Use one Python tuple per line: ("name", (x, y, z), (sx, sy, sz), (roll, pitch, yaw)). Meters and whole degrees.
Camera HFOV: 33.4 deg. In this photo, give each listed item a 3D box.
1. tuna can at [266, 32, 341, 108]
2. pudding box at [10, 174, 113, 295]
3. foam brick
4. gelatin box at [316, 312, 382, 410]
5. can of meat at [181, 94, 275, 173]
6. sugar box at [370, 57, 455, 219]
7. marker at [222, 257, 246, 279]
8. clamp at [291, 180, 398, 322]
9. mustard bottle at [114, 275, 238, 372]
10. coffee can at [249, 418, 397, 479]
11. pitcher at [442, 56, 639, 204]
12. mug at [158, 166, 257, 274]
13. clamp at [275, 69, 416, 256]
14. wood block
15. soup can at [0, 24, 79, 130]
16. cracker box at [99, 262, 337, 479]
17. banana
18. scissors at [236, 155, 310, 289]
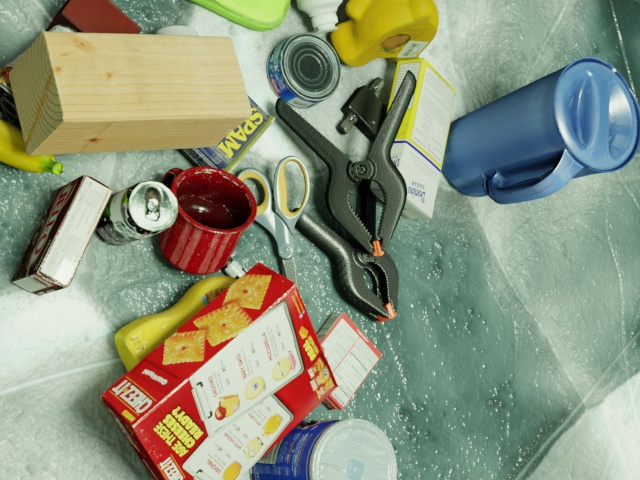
("tuna can", (-0.019, -0.202, 1.266), (0.086, 0.034, 0.086), (6, 79, -30))
("pudding box", (-0.257, -0.004, 1.058), (0.039, 0.090, 0.113), (28, 69, -24))
("foam brick", (-0.240, -0.224, 1.128), (0.078, 0.053, 0.051), (40, 64, -18))
("gelatin box", (0.019, 0.140, 1.231), (0.073, 0.030, 0.089), (48, 62, -16))
("can of meat", (-0.114, -0.128, 1.185), (0.084, 0.058, 0.102), (44, 62, -14))
("sugar box", (0.115, -0.124, 1.310), (0.093, 0.048, 0.176), (34, 66, -48))
("marker", (-0.081, 0.049, 1.194), (0.121, 0.020, 0.020), (46, 62, -16))
("clamp", (0.051, 0.011, 1.268), (0.120, 0.039, 0.171), (-34, 96, -25))
("mustard bottle", (-0.117, 0.092, 1.135), (0.191, 0.058, 0.096), (-33, 108, -27))
("coffee can", (0.001, 0.242, 1.137), (0.102, 0.141, 0.103), (6, 78, -30))
("pitcher", (0.249, -0.117, 1.287), (0.149, 0.243, 0.145), (-10, 86, -32))
("mug", (-0.131, -0.026, 1.133), (0.093, 0.082, 0.117), (-27, 66, -41))
("clamp", (0.055, -0.088, 1.226), (0.164, 0.036, 0.210), (-18, 91, 4))
("wood block", (-0.183, -0.143, 1.047), (0.205, 0.091, 0.090), (-7, 76, -39))
("soup can", (-0.283, -0.164, 1.084), (0.068, 0.069, 0.102), (50, 61, -14))
("cracker box", (-0.097, 0.152, 1.085), (0.213, 0.072, 0.164), (-40, 134, -21))
("banana", (-0.339, -0.115, 1.042), (0.197, 0.070, 0.037), (27, 72, -10))
("scissors", (-0.058, 0.001, 1.215), (0.096, 0.016, 0.202), (7, 92, -8))
